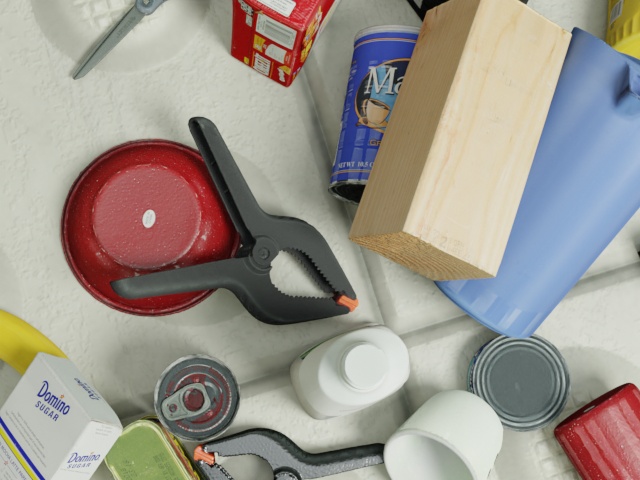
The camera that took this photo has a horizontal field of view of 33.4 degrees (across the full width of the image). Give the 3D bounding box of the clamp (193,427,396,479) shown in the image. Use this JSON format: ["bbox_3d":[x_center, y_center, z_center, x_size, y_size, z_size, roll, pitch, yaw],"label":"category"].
[{"bbox_3d":[-0.027,0.218,0.903,0.171,0.039,0.120,11,76,2],"label":"clamp"}]

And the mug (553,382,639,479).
[{"bbox_3d":[0.260,0.170,0.907,0.117,0.093,0.081,-24,77,-38],"label":"mug"}]

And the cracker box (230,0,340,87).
[{"bbox_3d":[0.002,-0.255,0.916,0.072,0.164,0.213,29,81,-1],"label":"cracker box"}]

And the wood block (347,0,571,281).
[{"bbox_3d":[0.109,-0.080,0.835,0.090,0.091,0.206,25,76,-22],"label":"wood block"}]

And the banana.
[{"bbox_3d":[-0.248,0.114,0.907,0.069,0.037,0.198,-39,85,-9],"label":"banana"}]

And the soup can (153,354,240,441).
[{"bbox_3d":[-0.099,0.130,0.879,0.068,0.102,0.068,1,81,-4],"label":"soup can"}]

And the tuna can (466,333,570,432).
[{"bbox_3d":[0.172,0.123,0.930,0.086,0.034,0.086,0,81,-3],"label":"tuna can"}]

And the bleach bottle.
[{"bbox_3d":[0.030,0.097,0.816,0.102,0.251,0.068,-24,83,-7],"label":"bleach bottle"}]

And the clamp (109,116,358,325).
[{"bbox_3d":[-0.056,0.001,0.901,0.209,0.036,0.164,23,77,-23],"label":"clamp"}]

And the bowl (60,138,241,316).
[{"bbox_3d":[-0.148,-0.016,0.924,0.162,0.055,0.162,0,81,-3],"label":"bowl"}]

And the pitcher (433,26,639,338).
[{"bbox_3d":[0.199,-0.044,0.891,0.243,0.149,0.145,-56,42,14],"label":"pitcher"}]

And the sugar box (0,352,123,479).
[{"bbox_3d":[-0.237,0.188,0.851,0.093,0.048,0.176,41,96,37],"label":"sugar box"}]

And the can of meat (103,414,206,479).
[{"bbox_3d":[-0.133,0.194,0.877,0.057,0.084,0.102,-33,84,-8],"label":"can of meat"}]

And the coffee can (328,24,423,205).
[{"bbox_3d":[0.068,-0.102,0.926,0.103,0.103,0.140,10,81,-2],"label":"coffee can"}]

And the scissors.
[{"bbox_3d":[-0.138,-0.214,0.976,0.096,0.016,0.201,26,81,1],"label":"scissors"}]
